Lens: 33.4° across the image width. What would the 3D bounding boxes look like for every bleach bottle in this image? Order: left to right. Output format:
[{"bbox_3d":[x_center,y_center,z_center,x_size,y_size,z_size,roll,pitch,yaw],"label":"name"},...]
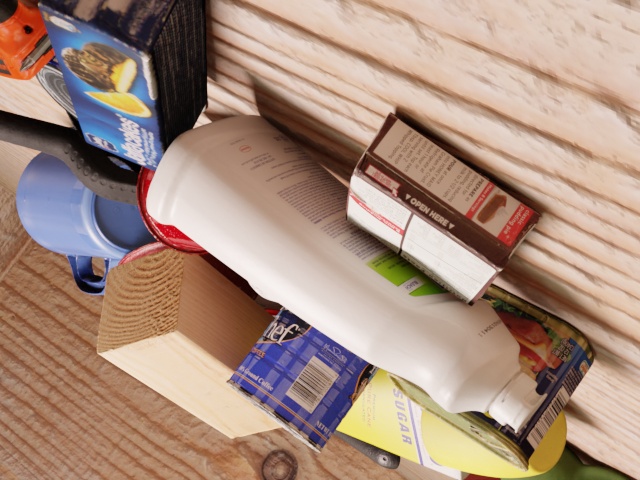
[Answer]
[{"bbox_3d":[0.020,0.024,0.626,0.251,0.068,0.102,39,-147,18],"label":"bleach bottle"}]

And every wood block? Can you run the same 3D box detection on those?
[{"bbox_3d":[-0.105,0.100,0.998,0.090,0.091,0.205,-17,142,25],"label":"wood block"}]

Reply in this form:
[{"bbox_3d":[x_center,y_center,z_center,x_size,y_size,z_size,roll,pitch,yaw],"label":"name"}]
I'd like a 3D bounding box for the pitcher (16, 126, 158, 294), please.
[{"bbox_3d":[-0.235,-0.031,1.153,0.149,0.145,0.243,45,164,-23],"label":"pitcher"}]

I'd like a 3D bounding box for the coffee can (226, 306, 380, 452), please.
[{"bbox_3d":[0.000,0.098,0.931,0.103,0.140,0.103,35,169,8],"label":"coffee can"}]

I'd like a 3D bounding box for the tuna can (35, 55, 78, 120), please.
[{"bbox_3d":[-0.186,-0.123,0.851,0.086,0.033,0.086,32,162,12],"label":"tuna can"}]

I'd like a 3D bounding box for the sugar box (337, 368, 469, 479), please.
[{"bbox_3d":[0.066,0.147,0.992,0.176,0.048,0.093,17,120,36],"label":"sugar box"}]

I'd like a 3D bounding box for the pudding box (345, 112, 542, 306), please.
[{"bbox_3d":[0.059,-0.012,0.557,0.090,0.039,0.113,34,172,7],"label":"pudding box"}]

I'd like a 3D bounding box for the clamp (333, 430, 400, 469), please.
[{"bbox_3d":[0.018,0.184,1.105,0.210,0.036,0.164,12,-173,17],"label":"clamp"}]

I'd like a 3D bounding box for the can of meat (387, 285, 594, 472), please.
[{"bbox_3d":[0.108,0.081,0.669,0.102,0.084,0.057,29,167,37],"label":"can of meat"}]

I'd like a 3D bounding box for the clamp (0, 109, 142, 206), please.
[{"bbox_3d":[-0.203,-0.081,0.896,0.171,0.120,0.039,39,137,9],"label":"clamp"}]

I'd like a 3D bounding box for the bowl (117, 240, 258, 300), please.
[{"bbox_3d":[-0.121,0.046,1.070,0.162,0.162,0.055,91,171,-70],"label":"bowl"}]

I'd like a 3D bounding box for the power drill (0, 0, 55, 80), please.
[{"bbox_3d":[-0.286,-0.202,0.797,0.187,0.057,0.185,44,167,-32],"label":"power drill"}]
